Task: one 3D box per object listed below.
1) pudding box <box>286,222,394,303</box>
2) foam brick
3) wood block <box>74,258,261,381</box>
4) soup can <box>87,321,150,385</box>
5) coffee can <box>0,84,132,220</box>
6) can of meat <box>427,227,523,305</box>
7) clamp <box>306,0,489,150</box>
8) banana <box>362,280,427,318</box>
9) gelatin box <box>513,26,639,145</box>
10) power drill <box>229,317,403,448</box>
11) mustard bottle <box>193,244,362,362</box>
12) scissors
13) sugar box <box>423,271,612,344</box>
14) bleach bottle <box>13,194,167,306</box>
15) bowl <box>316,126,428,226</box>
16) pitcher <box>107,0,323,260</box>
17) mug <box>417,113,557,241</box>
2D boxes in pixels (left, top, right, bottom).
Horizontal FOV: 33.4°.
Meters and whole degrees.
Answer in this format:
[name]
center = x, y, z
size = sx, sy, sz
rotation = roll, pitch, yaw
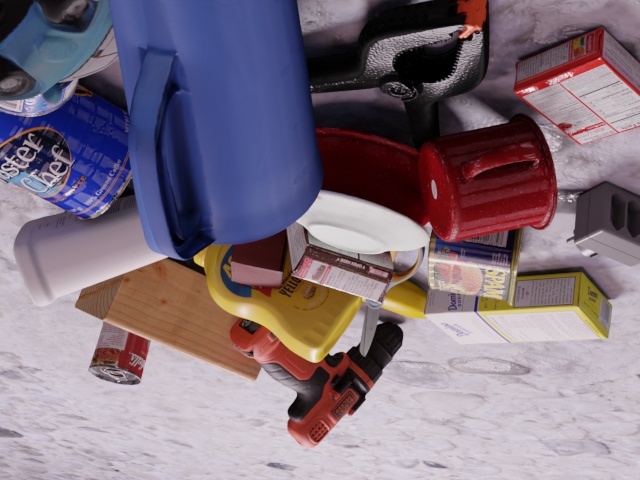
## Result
[pudding box]
center = 0.016, 0.003, 0.986
size = 0.090, 0.113, 0.039
rotation = 17, 116, -15
[foam brick]
center = -0.057, 0.001, 1.047
size = 0.051, 0.078, 0.053
rotation = 9, 156, -1
[wood block]
center = -0.158, 0.080, 1.216
size = 0.205, 0.090, 0.091
rotation = 27, 171, -33
[soup can]
center = -0.250, 0.126, 1.361
size = 0.068, 0.102, 0.068
rotation = 9, 155, 4
[coffee can]
center = -0.234, -0.092, 0.889
size = 0.140, 0.102, 0.103
rotation = 30, 149, -36
[can of meat]
center = 0.148, 0.015, 1.021
size = 0.084, 0.057, 0.102
rotation = 9, 155, 11
[clamp]
center = 0.049, -0.125, 0.781
size = 0.164, 0.036, 0.210
rotation = 16, 158, -13
[banana]
center = 0.050, 0.054, 1.164
size = 0.197, 0.037, 0.070
rotation = 20, 152, -20
[gelatin box]
center = 0.195, -0.109, 0.767
size = 0.089, 0.030, 0.073
rotation = 29, 148, -35
[power drill]
center = -0.002, 0.124, 1.230
size = 0.187, 0.184, 0.057
rotation = 51, 163, -31
[mustard bottle]
center = -0.058, 0.041, 1.095
size = 0.192, 0.096, 0.058
rotation = 29, 149, 15
[scissors]
center = 0.043, 0.048, 1.115
size = 0.096, 0.016, 0.202
rotation = 25, 135, -6
[sugar box]
center = 0.209, 0.074, 1.135
size = 0.177, 0.048, 0.093
rotation = -3, 152, 35
[bleach bottle]
center = -0.142, -0.016, 0.964
size = 0.251, 0.102, 0.068
rotation = -17, 108, -1
[bowl]
center = 0.035, -0.040, 0.912
size = 0.162, 0.055, 0.162
rotation = 15, 166, 3
[pitcher]
center = -0.073, -0.113, 0.682
size = 0.145, 0.149, 0.243
rotation = -20, 140, -12
[mug]
center = 0.127, -0.048, 0.813
size = 0.081, 0.093, 0.117
rotation = -12, 171, -11
